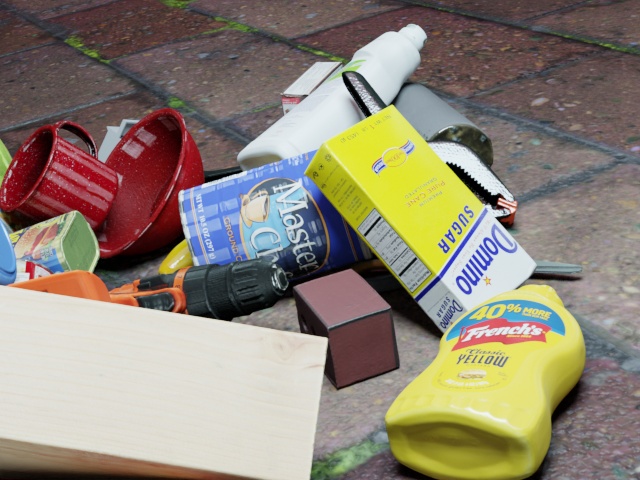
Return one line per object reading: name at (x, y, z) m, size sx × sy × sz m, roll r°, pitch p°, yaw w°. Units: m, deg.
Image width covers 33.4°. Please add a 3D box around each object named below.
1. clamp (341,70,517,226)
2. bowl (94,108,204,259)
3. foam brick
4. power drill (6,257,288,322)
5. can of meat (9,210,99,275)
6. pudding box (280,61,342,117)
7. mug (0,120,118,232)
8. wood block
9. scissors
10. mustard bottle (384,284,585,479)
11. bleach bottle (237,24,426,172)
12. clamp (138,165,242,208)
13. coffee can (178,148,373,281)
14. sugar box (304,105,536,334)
clamp at (0.073, -0.052, 0.973) m, size 0.210 × 0.036 × 0.164 m, roll 27°, pitch 74°, yaw 15°
bowl at (-0.163, -0.046, 1.042) m, size 0.162 × 0.055 × 0.162 m, roll -31°, pitch 45°, yaw 35°
foam brick at (0.018, 0.063, 0.792) m, size 0.051 × 0.053 × 0.078 m, roll -17°, pitch 25°, yaw -15°
power drill at (-0.137, 0.050, 0.780) m, size 0.185 × 0.057 × 0.187 m, roll -16°, pitch -8°, yaw 24°
can of meat at (-0.254, 0.021, 0.969) m, size 0.084 × 0.057 × 0.102 m, roll -19°, pitch 23°, yaw 8°
pudding box at (-0.003, -0.142, 1.203) m, size 0.039 × 0.090 × 0.113 m, roll 0°, pitch 27°, yaw 21°
mug at (-0.249, -0.062, 1.038) m, size 0.093 × 0.081 × 0.117 m, roll -23°, pitch 48°, yaw 40°
wood block at (-0.107, 0.096, 0.618) m, size 0.206 × 0.090 × 0.091 m, roll 9°, pitch 61°, yaw -1°
scissors at (0.104, 0.026, 0.884) m, size 0.202 × 0.016 × 0.096 m, roll 12°, pitch 34°, yaw 41°
mustard bottle at (0.122, 0.082, 0.705) m, size 0.096 × 0.058 × 0.191 m, roll -1°, pitch 25°, yaw 31°
bleach bottle at (0.030, -0.142, 1.094) m, size 0.250 × 0.068 × 0.103 m, roll -46°, pitch 23°, yaw -25°
clamp at (-0.134, -0.049, 1.116) m, size 0.171 × 0.039 × 0.120 m, roll -3°, pitch 22°, yaw 14°
coffee can at (-0.037, -0.014, 0.902) m, size 0.140 × 0.103 × 0.103 m, roll -17°, pitch 24°, yaw 3°
sugar box at (0.078, -0.016, 0.823) m, size 0.176 × 0.048 × 0.093 m, roll 47°, pitch 49°, yaw 11°
